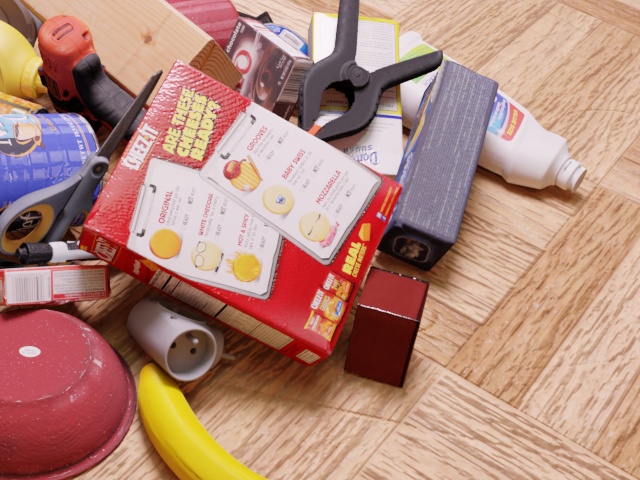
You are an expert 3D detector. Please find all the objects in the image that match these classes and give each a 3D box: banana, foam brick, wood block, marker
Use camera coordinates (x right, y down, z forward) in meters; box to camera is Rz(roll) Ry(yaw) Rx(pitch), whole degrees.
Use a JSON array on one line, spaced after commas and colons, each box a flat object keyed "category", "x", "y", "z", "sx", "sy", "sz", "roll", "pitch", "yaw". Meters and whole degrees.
[{"category": "banana", "x": -0.077, "y": 0.159, "z": 0.781, "sx": 0.198, "sy": 0.037, "sz": 0.069, "roll": 33, "pitch": 25, "yaw": 22}, {"category": "foam brick", "x": 0.054, "y": 0.070, "z": 0.871, "sx": 0.051, "sy": 0.078, "sz": 0.053, "roll": 14, "pitch": 39, "yaw": 6}, {"category": "wood block", "x": -0.189, "y": -0.201, "z": 1.051, "sx": 0.206, "sy": 0.090, "sz": 0.091, "roll": 40, "pitch": 88, "yaw": 23}, {"category": "marker", "x": -0.202, "y": 0.009, "z": 0.903, "sx": 0.120, "sy": 0.020, "sz": 0.020, "roll": -2, "pitch": 39, "yaw": -45}]

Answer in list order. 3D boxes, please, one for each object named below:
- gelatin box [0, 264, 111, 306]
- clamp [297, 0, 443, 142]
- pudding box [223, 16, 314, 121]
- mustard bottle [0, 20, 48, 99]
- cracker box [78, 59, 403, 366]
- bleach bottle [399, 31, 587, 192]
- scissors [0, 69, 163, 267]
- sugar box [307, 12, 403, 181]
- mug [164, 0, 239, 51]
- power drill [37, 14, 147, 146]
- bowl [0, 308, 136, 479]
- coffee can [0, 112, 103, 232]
[{"category": "gelatin box", "x": -0.223, "y": 0.036, "z": 0.849, "sx": 0.089, "sy": 0.030, "sz": 0.073, "roll": -2, "pitch": 0, "yaw": -38}, {"category": "clamp", "x": 0.042, "y": -0.154, "z": 1.033, "sx": 0.120, "sy": 0.039, "sz": 0.171, "roll": 28, "pitch": 77, "yaw": -1}, {"category": "pudding box", "x": -0.066, "y": -0.153, "z": 1.069, "sx": 0.090, "sy": 0.114, "sz": 0.039, "roll": 40, "pitch": 23, "yaw": 30}, {"category": "mustard bottle", "x": -0.343, "y": -0.181, "z": 1.059, "sx": 0.192, "sy": 0.096, "sz": 0.058, "roll": 19, "pitch": 42, "yaw": 10}, {"category": "cracker box", "x": -0.062, "y": -0.019, "z": 0.861, "sx": 0.213, "sy": 0.072, "sz": 0.164, "roll": 28, "pitch": 66, "yaw": -8}, {"category": "bleach bottle", "x": 0.168, "y": -0.128, "z": 1.125, "sx": 0.251, "sy": 0.068, "sz": 0.102, "roll": 33, "pitch": 49, "yaw": 21}, {"category": "scissors", "x": -0.202, "y": -0.056, "z": 0.870, "sx": 0.096, "sy": 0.202, "sz": 0.016, "roll": 1, "pitch": 34, "yaw": -46}, {"category": "sugar box", "x": 0.033, "y": -0.140, "z": 1.072, "sx": 0.093, "sy": 0.048, "sz": 0.176, "roll": 4, "pitch": 72, "yaw": -8}, {"category": "mug", "x": -0.132, "y": -0.210, "z": 1.149, "sx": 0.081, "sy": 0.093, "sz": 0.117, "roll": -18, "pitch": 79, "yaw": -34}, {"category": "power drill", "x": -0.182, "y": -0.099, "z": 0.976, "sx": 0.188, "sy": 0.184, "sz": 0.057, "roll": 44, "pitch": 74, "yaw": 10}, {"category": "bowl", "x": -0.218, "y": 0.102, "z": 0.800, "sx": 0.162, "sy": 0.055, "sz": 0.162, "roll": 6, "pitch": 41, "yaw": -5}, {"category": "coffee can", "x": -0.271, "y": -0.056, "z": 0.905, "sx": 0.140, "sy": 0.103, "sz": 0.103, "roll": -7, "pitch": 42, "yaw": -41}]
